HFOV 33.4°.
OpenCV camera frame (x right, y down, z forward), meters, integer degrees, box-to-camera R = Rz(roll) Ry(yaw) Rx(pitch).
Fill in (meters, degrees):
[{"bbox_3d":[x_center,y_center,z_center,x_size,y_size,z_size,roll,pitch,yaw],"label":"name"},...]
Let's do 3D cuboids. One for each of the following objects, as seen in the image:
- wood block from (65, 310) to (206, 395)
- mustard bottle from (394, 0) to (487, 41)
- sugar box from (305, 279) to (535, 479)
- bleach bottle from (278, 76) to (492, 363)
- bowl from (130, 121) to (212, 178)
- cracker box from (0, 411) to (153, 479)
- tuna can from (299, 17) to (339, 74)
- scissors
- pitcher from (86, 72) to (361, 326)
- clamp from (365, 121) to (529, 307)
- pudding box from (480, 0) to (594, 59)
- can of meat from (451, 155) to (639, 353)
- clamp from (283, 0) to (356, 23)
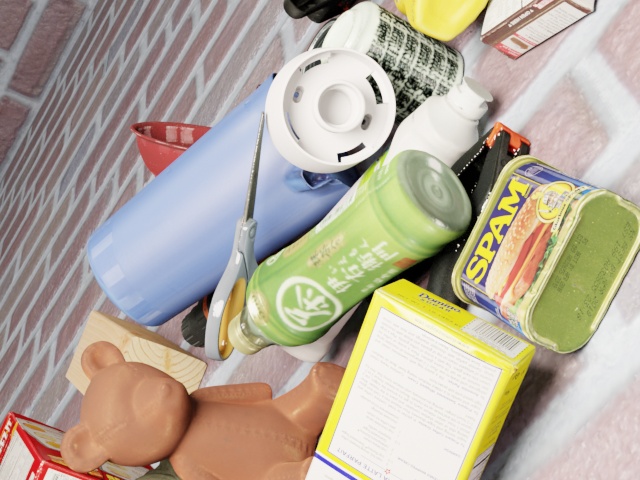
[{"bbox_3d":[-0.213,0.147,1.208,0.206,0.090,0.091,10,77,66],"label":"wood block"},{"bbox_3d":[0.097,-0.227,0.883,0.191,0.058,0.096,-102,33,-70],"label":"mustard bottle"},{"bbox_3d":[0.050,0.122,0.633,0.048,0.093,0.176,-19,-47,-58],"label":"sugar box"},{"bbox_3d":[0.046,-0.021,0.840,0.251,0.068,0.102,-51,12,27],"label":"bleach bottle"},{"bbox_3d":[-0.138,-0.092,1.212,0.162,0.162,0.055,-136,54,-65],"label":"bowl"},{"bbox_3d":[-0.232,0.249,1.059,0.214,0.164,0.072,8,73,66],"label":"cracker box"},{"bbox_3d":[0.012,-0.188,1.115,0.086,0.033,0.086,-47,30,37],"label":"tuna can"},{"bbox_3d":[-0.056,0.001,0.879,0.096,0.016,0.202,20,-96,-71],"label":"scissors"},{"bbox_3d":[-0.090,-0.034,0.976,0.243,0.149,0.145,-36,70,14],"label":"pitcher"},{"bbox_3d":[0.096,0.001,0.754,0.171,0.039,0.120,-59,29,15],"label":"clamp"},{"bbox_3d":[0.167,-0.204,0.796,0.090,0.039,0.113,-28,41,58],"label":"pudding box"},{"bbox_3d":[0.136,0.008,0.640,0.102,0.057,0.084,-64,26,6],"label":"can of meat"},{"bbox_3d":[0.018,-0.257,1.074,0.164,0.036,0.210,-40,2,-10],"label":"clamp"}]
